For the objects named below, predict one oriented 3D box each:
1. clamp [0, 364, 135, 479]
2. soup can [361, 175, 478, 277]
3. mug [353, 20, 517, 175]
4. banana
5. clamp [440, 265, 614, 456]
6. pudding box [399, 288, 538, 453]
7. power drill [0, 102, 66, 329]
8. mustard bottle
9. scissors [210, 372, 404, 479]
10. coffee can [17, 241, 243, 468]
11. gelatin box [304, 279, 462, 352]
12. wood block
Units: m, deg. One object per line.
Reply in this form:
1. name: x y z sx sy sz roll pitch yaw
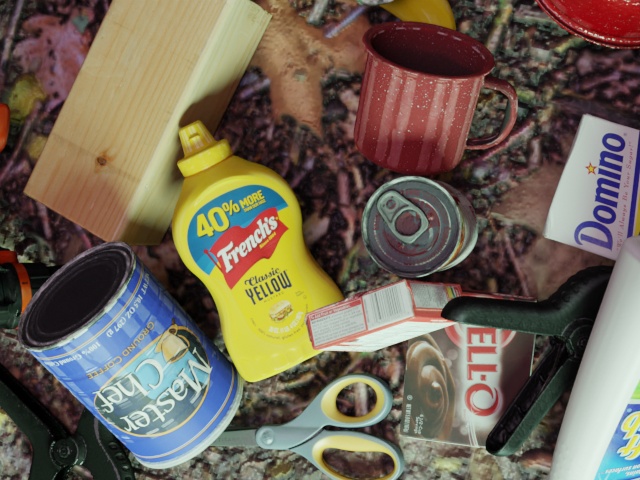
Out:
1. clamp: -0.211 0.167 0.874 0.165 0.036 0.210 -7 85 17
2. soup can: 0.073 -0.010 0.758 0.068 0.102 0.068 0 90 16
3. mug: 0.081 -0.097 0.757 0.117 0.093 0.081 11 123 1
4. banana: 0.024 -0.189 0.804 0.198 0.037 0.069 26 95 14
5. clamp: 0.164 0.059 0.731 0.171 0.039 0.120 -33 115 -10
6. pudding box: 0.109 0.092 0.781 0.090 0.039 0.113 5 91 16
7. power drill: -0.267 -0.018 0.846 0.057 0.184 0.188 -42 60 49
8. mustard bottle: -0.055 0.001 0.791 0.096 0.058 0.191 -26 99 -3
9. scissors: -0.029 0.136 0.833 0.202 0.016 0.096 13 92 15
10. coffee can: -0.137 0.085 0.785 0.103 0.103 0.140 -28 122 14
11. gelatin box: 0.045 0.053 0.745 0.089 0.073 0.030 -22 73 34
12. wood block: -0.132 -0.107 0.822 0.091 0.090 0.206 29 98 13
